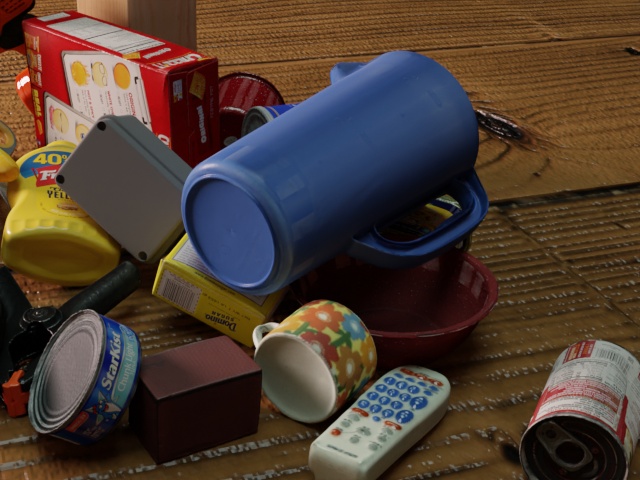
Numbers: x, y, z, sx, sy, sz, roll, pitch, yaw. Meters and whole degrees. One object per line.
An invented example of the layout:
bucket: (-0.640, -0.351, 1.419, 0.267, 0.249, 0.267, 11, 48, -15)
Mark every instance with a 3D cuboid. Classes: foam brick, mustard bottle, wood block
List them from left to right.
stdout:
mustard bottle: (-0.230, -0.036, 0.952, 0.096, 0.058, 0.192, 8, 31, -18)
wood block: (-0.189, -0.186, 1.109, 0.091, 0.206, 0.090, 25, 34, 36)
foam brick: (-0.086, 0.106, 0.722, 0.078, 0.051, 0.053, -13, 30, -28)

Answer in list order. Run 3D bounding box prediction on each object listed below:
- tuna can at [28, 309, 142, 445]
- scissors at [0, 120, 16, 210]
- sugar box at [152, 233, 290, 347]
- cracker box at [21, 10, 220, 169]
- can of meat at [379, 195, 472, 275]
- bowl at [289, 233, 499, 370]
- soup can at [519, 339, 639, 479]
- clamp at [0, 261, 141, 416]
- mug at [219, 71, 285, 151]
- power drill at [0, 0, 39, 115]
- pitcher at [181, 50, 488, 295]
tuna can: (-0.155, 0.091, 0.706, 0.033, 0.086, 0.086, 29, 11, -34)
scissors: (-0.292, -0.062, 1.006, 0.202, 0.016, 0.096, 43, 25, 13)
sugar box: (-0.056, 0.001, 0.880, 0.093, 0.048, 0.176, 29, 39, 4)
cracker box: (-0.189, -0.116, 1.021, 0.214, 0.164, 0.071, 24, 36, 35)
can of meat: (0.072, -0.005, 0.947, 0.102, 0.057, 0.083, 19, 33, 28)
bowl: (0.055, 0.053, 0.831, 0.162, 0.055, 0.162, 2, 27, -1)
soup can: (0.176, 0.117, 0.705, 0.069, 0.068, 0.102, 13, 28, 19)
clamp: (-0.197, 0.065, 0.801, 0.120, 0.039, 0.171, -12, 34, -1)
mug: (-0.077, -0.112, 1.121, 0.117, 0.093, 0.081, 34, 30, -13)
power drill: (-0.332, -0.194, 1.101, 0.185, 0.187, 0.057, -27, 68, 15)
pitcher: (0.017, -0.046, 0.838, 0.149, 0.145, 0.242, 6, 28, 40)
